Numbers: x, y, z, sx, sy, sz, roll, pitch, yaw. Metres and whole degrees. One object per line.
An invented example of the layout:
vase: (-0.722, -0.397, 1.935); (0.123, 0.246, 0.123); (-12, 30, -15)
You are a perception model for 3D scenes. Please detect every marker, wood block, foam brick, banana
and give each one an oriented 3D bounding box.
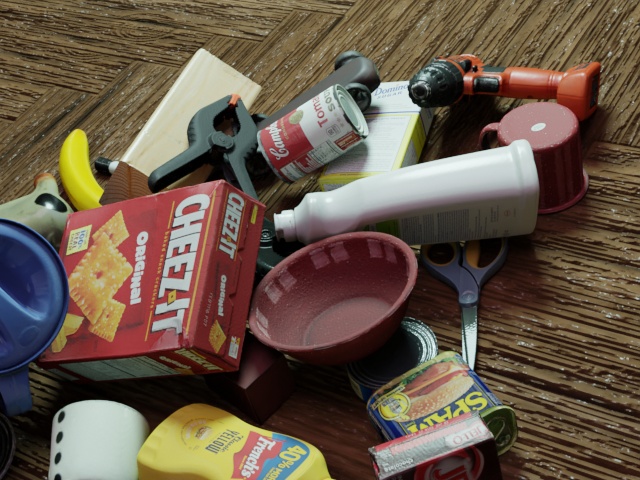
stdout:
marker: (-0.226, -0.082, 1.284); (0.121, 0.020, 0.020); (15, 50, 31)
wood block: (-0.157, -0.110, 1.213); (0.090, 0.091, 0.206); (32, 50, -7)
foam brick: (-0.069, 0.121, 0.985); (0.051, 0.053, 0.078); (-40, 47, -25)
banana: (-0.267, -0.065, 1.258); (0.069, 0.037, 0.198); (-21, 49, -31)

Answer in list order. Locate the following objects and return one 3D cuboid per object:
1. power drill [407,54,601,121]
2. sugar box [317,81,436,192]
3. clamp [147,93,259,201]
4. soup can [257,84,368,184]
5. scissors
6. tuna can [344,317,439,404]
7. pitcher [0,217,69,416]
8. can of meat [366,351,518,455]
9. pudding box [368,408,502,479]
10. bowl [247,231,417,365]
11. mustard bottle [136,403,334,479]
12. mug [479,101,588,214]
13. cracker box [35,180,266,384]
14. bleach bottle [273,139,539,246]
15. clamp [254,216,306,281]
power drill: (0.202, -0.169, 1.165); (0.188, 0.057, 0.184); (10, 20, 22)
sugar box: (0.067, -0.111, 1.199); (0.093, 0.048, 0.176); (0, 41, 24)
clamp: (-0.119, -0.094, 1.138); (0.120, 0.039, 0.171); (16, 45, -18)
soup can: (-0.008, -0.114, 1.150); (0.102, 0.068, 0.068); (-30, 38, 18)
scissors: (0.125, 0.051, 1.024); (0.096, 0.016, 0.201); (5, 45, 25)
tuna can: (0.066, 0.111, 0.965); (0.086, 0.034, 0.086); (-9, 41, 8)
pitcher: (-0.314, 0.067, 0.992); (0.149, 0.145, 0.243); (-65, 16, -14)
can of meat: (0.100, 0.150, 0.895); (0.102, 0.057, 0.084); (-27, 40, -11)
pudding box: (0.092, 0.190, 0.810); (0.090, 0.113, 0.039); (-19, 38, -3)
bowl: (0.018, 0.062, 0.966); (0.162, 0.055, 0.162); (-16, 33, 11)
mustard bottle: (-0.053, 0.197, 0.888); (0.192, 0.058, 0.096); (14, 30, 29)
mug: (0.216, -0.091, 1.100); (0.117, 0.081, 0.093); (22, 54, 35)
cracker box: (-0.164, 0.042, 1.003); (0.214, 0.072, 0.164); (-10, 62, 37)
bleach bottle: (0.079, -0.033, 1.033); (0.251, 0.102, 0.068); (-8, 59, 3)
clamp: (-0.057, 0.001, 1.114); (0.210, 0.036, 0.164); (12, 37, 17)
